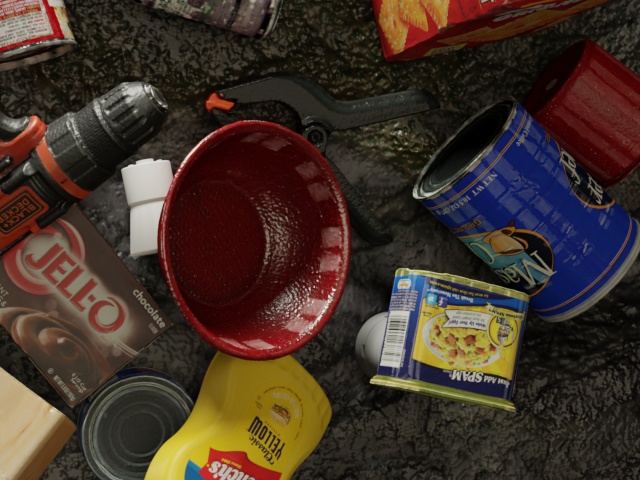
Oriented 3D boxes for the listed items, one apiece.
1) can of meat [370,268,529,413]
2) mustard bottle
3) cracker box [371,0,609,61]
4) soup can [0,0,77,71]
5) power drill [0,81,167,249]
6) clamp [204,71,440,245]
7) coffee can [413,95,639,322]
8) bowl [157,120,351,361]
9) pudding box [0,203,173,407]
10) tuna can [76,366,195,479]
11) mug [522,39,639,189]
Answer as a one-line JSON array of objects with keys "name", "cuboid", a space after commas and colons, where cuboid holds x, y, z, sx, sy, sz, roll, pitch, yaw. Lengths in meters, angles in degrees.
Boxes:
[{"name": "can of meat", "cuboid": [0.093, 0.070, 0.753, 0.102, 0.058, 0.084, 14, 82, -19]}, {"name": "mustard bottle", "cuboid": [-0.067, 0.162, 0.719, 0.096, 0.058, 0.191, 49, 51, -24]}, {"name": "cracker box", "cuboid": [0.145, -0.184, 0.729, 0.164, 0.214, 0.072, -16, 95, -15]}, {"name": "soup can", "cuboid": [-0.209, -0.169, 0.707, 0.068, 0.069, 0.102, -18, 96, -15]}, {"name": "power drill", "cuboid": [-0.214, -0.087, 0.662, 0.184, 0.057, 0.187, -34, 121, 11]}, {"name": "clamp", "cuboid": [0.003, -0.083, 0.782, 0.171, 0.039, 0.120, 27, 86, -15]}, {"name": "coffee can", "cuboid": [0.154, -0.022, 0.794, 0.140, 0.103, 0.102, 42, 81, -12]}, {"name": "bowl", "cuboid": [-0.055, 0.001, 0.732, 0.161, 0.055, 0.162, 2, 87, -41]}, {"name": "pudding box", "cuboid": [-0.172, 0.043, 0.738, 0.090, 0.039, 0.113, -39, 101, -12]}, {"name": "tuna can", "cuboid": [-0.128, 0.134, 0.755, 0.086, 0.034, 0.086, 0, 91, -16]}, {"name": "mug", "cuboid": [0.213, -0.107, 0.822, 0.081, 0.093, 0.117, 35, 51, -9]}]
